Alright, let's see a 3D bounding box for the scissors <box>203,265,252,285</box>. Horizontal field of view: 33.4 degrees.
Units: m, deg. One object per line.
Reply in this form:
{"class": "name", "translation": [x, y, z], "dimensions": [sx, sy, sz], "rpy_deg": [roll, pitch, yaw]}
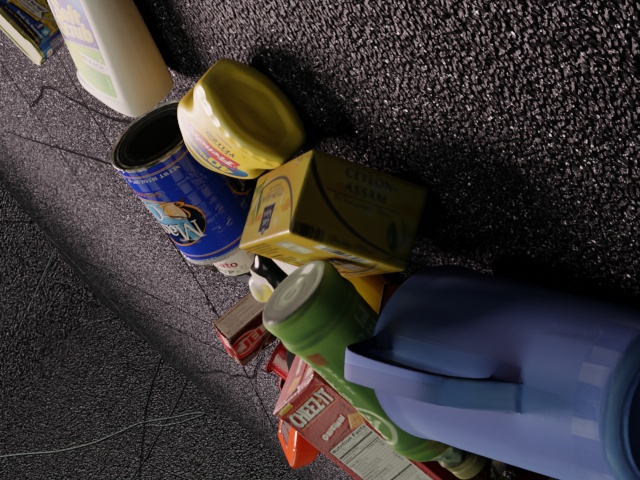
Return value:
{"class": "scissors", "translation": [-0.096, 0.048, 1.338], "dimensions": [0.096, 0.016, 0.202], "rpy_deg": [35, -175, -3]}

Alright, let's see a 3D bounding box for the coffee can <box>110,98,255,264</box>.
{"class": "coffee can", "translation": [-0.133, -0.059, 1.088], "dimensions": [0.103, 0.102, 0.140], "rpy_deg": [27, 157, 49]}

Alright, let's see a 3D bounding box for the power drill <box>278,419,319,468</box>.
{"class": "power drill", "translation": [0.053, 0.233, 1.239], "dimensions": [0.187, 0.057, 0.184], "rpy_deg": [7, -169, -15]}

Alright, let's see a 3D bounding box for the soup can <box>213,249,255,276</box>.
{"class": "soup can", "translation": [-0.109, -0.013, 1.217], "dimensions": [0.069, 0.068, 0.102], "rpy_deg": [34, 163, 35]}

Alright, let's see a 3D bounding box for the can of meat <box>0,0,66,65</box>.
{"class": "can of meat", "translation": [-0.274, -0.233, 1.032], "dimensions": [0.102, 0.084, 0.057], "rpy_deg": [46, 165, -5]}

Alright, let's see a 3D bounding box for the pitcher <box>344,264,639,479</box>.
{"class": "pitcher", "translation": [0.138, 0.092, 0.701], "dimensions": [0.145, 0.149, 0.243], "rpy_deg": [52, 161, -21]}

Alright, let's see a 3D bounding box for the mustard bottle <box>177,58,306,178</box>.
{"class": "mustard bottle", "translation": [-0.079, -0.097, 0.928], "dimensions": [0.096, 0.058, 0.192], "rpy_deg": [42, 166, -11]}

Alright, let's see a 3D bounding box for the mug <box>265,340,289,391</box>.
{"class": "mug", "translation": [-0.015, 0.164, 1.373], "dimensions": [0.081, 0.093, 0.117], "rpy_deg": [36, 120, 14]}

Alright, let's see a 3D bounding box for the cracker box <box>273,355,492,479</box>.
{"class": "cracker box", "translation": [0.068, 0.172, 1.035], "dimensions": [0.213, 0.072, 0.164], "rpy_deg": [40, -154, -8]}

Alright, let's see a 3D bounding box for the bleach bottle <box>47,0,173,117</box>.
{"class": "bleach bottle", "translation": [-0.208, -0.220, 0.940], "dimensions": [0.103, 0.068, 0.251], "rpy_deg": [36, 161, 29]}

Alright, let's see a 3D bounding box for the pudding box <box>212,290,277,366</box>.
{"class": "pudding box", "translation": [-0.074, 0.096, 1.330], "dimensions": [0.039, 0.113, 0.090], "rpy_deg": [42, 166, 23]}
